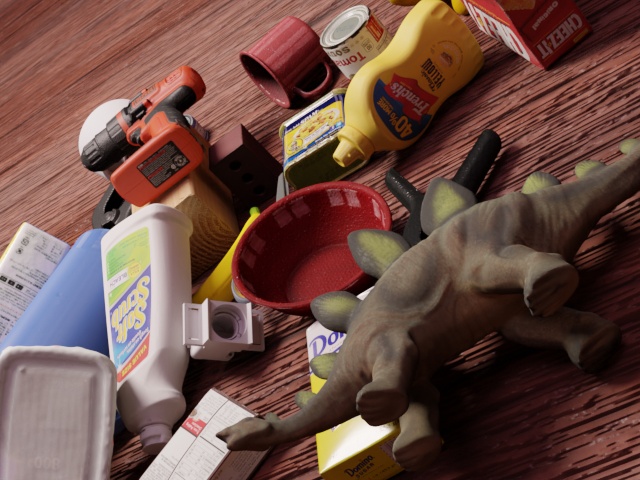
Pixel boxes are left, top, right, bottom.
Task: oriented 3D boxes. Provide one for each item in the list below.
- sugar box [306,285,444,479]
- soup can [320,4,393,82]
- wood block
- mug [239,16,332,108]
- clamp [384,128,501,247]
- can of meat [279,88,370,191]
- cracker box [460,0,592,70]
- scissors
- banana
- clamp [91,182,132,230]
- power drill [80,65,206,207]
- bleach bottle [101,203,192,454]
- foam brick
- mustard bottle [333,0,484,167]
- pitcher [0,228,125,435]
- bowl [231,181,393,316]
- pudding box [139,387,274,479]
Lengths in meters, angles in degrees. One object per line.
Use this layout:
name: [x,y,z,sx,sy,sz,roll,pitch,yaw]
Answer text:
sugar box: [0.039,0.116,0.873,0.093,0.048,0.176,-33,34,16]
soup can: [0.055,-0.203,1.190,0.069,0.102,0.068,-29,34,22]
wood block: [-0.165,-0.052,1.271,0.091,0.090,0.206,-37,32,12]
mug: [-0.034,-0.221,1.342,0.081,0.093,0.117,-44,61,-11]
clamp: [0.103,-0.026,0.980,0.120,0.039,0.171,-20,38,36]
can of meat: [0.005,-0.107,1.175,0.102,0.057,0.084,-31,35,21]
cracker box: [0.157,-0.284,1.063,0.072,0.213,0.164,-41,30,6]
scissors: [-0.057,0.001,1.110,0.096,0.016,0.202,-19,41,-4]
banana: [-0.103,0.042,1.141,0.197,0.037,0.070,-54,14,-21]
clamp: [-0.258,-0.020,1.390,0.165,0.036,0.210,-20,42,31]
power drill: [-0.208,-0.114,1.252,0.184,0.057,0.188,-38,31,10]
bleach bottle: [-0.169,0.091,1.079,0.103,0.068,0.251,-30,52,26]
foam brick: [-0.086,-0.084,1.232,0.053,0.078,0.051,-36,32,16]
mustard bottle: [0.081,-0.151,1.102,0.191,0.096,0.058,-49,33,-9]
pitcher: [-0.259,0.108,1.165,0.145,0.149,0.242,-32,26,47]
bowl: [-0.001,0.018,1.009,0.162,0.055,0.162,-16,41,14]
pudding box: [-0.099,0.194,0.945,0.113,0.039,0.090,-53,33,-13]
